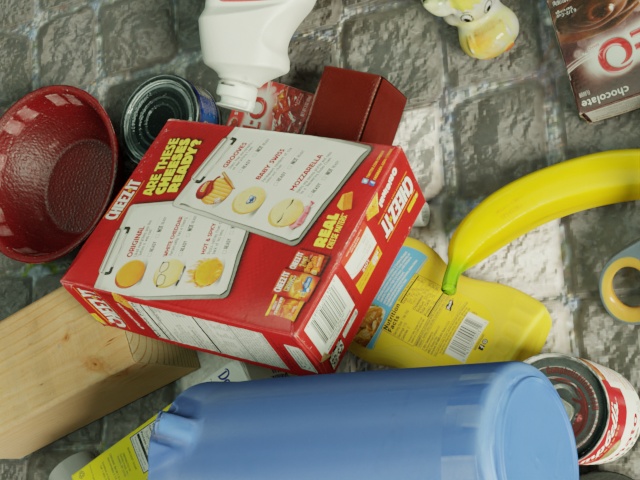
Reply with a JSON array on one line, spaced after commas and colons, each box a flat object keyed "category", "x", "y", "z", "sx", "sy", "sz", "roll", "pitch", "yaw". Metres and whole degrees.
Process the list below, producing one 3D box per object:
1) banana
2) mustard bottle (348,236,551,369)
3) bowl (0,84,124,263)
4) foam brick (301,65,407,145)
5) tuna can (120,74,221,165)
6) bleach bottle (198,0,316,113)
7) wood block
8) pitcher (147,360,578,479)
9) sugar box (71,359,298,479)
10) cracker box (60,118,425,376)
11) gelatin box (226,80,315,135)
[{"category": "banana", "x": 0.167, "y": -0.024, "z": 0.733, "sx": 0.198, "sy": 0.037, "sz": 0.070, "roll": -25, "pitch": 54, "yaw": 9}, {"category": "mustard bottle", "x": 0.062, "y": 0.049, "z": 0.772, "sx": 0.192, "sy": 0.058, "sz": 0.096, "roll": 28, "pitch": 84, "yaw": 30}, {"category": "bowl", "x": -0.231, "y": -0.055, "z": 0.956, "sx": 0.162, "sy": 0.055, "sz": 0.162, "roll": -6, "pitch": 77, "yaw": 28}, {"category": "foam brick", "x": 0.024, "y": -0.088, "z": 0.826, "sx": 0.053, "sy": 0.051, "sz": 0.078, "roll": 19, "pitch": 89, "yaw": 31}, {"category": "tuna can", "x": -0.130, "y": -0.099, "z": 0.922, "sx": 0.086, "sy": 0.033, "sz": 0.086, "roll": -6, "pitch": 77, "yaw": 28}, {"category": "bleach bottle", "x": -0.028, "y": -0.220, "z": 0.811, "sx": 0.102, "sy": 0.068, "sz": 0.251, "roll": 14, "pitch": 91, "yaw": 10}, {"category": "wood block", "x": -0.219, "y": 0.105, "z": 0.898, "sx": 0.206, "sy": 0.090, "sz": 0.090, "roll": -28, "pitch": 68, "yaw": 21}, {"category": "pitcher", "x": 0.029, "y": 0.144, "z": 0.642, "sx": 0.243, "sy": 0.149, "sz": 0.145, "roll": -13, "pitch": 91, "yaw": 36}, {"category": "sugar box", "x": -0.095, "y": 0.154, "z": 0.819, "sx": 0.176, "sy": 0.093, "sz": 0.048, "roll": -38, "pitch": 62, "yaw": 16}, {"category": "cracker box", "x": -0.055, "y": 0.001, "z": 0.770, "sx": 0.214, "sy": 0.072, "sz": 0.164, "roll": 9, "pitch": 57, "yaw": 33}, {"category": "gelatin box", "x": -0.043, "y": -0.084, "z": 0.874, "sx": 0.073, "sy": 0.030, "sz": 0.089, "roll": 21, "pitch": 90, "yaw": 30}]
